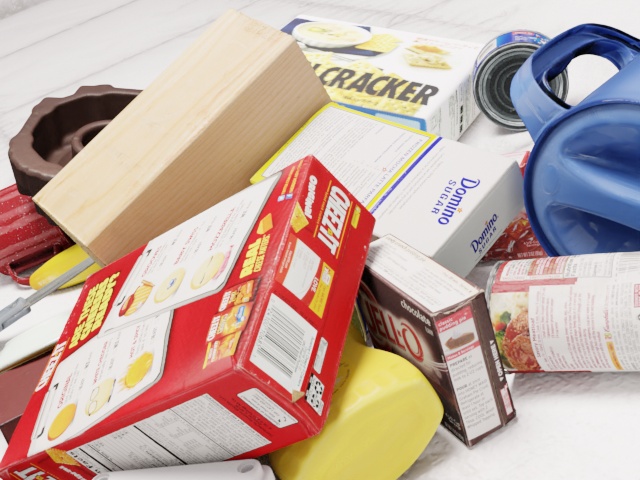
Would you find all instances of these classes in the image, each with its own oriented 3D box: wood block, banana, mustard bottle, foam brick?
[{"bbox_3d":[-0.096,-0.062,0.790,0.206,0.090,0.090,-47,46,-10],"label":"wood block"},{"bbox_3d":[-0.175,-0.001,0.994,0.197,0.037,0.070,-28,0,-22],"label":"banana"},{"bbox_3d":[-0.010,0.086,0.652,0.096,0.058,0.192,-40,27,-9],"label":"mustard bottle"},{"bbox_3d":[-0.189,0.118,0.728,0.051,0.053,0.078,-25,25,-11],"label":"foam brick"}]

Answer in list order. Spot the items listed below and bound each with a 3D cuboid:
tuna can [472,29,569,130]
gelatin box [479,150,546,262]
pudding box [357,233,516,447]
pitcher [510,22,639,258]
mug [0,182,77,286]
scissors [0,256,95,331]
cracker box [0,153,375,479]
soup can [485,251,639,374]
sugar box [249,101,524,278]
[{"bbox_3d":[0.179,-0.143,0.955,0.086,0.086,0.033,-12,27,16],"label":"tuna can"},{"bbox_3d":[0.114,-0.021,0.764,0.089,0.073,0.030,-7,27,27],"label":"gelatin box"},{"bbox_3d":[0.062,0.055,0.626,0.039,0.090,0.114,-27,26,-17],"label":"pudding box"},{"bbox_3d":[0.234,-0.079,0.712,0.145,0.149,0.242,5,29,34],"label":"pitcher"},{"bbox_3d":[-0.281,-0.006,1.035,0.081,0.093,0.117,-23,60,5],"label":"mug"},{"bbox_3d":[-0.272,0.061,0.920,0.201,0.016,0.096,-40,24,-19],"label":"scissors"},{"bbox_3d":[-0.078,0.062,0.632,0.214,0.072,0.164,-27,32,36],"label":"cracker box"},{"bbox_3d":[0.153,0.042,0.611,0.102,0.068,0.068,-5,28,29],"label":"soup can"},{"bbox_3d":[0.044,-0.034,0.729,0.176,0.048,0.093,27,65,41],"label":"sugar box"}]
